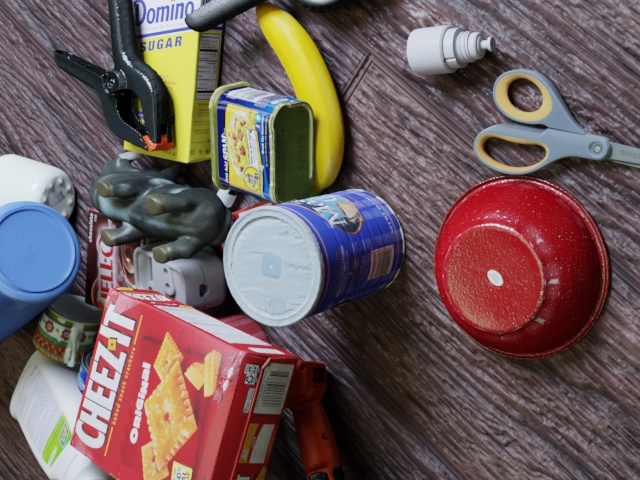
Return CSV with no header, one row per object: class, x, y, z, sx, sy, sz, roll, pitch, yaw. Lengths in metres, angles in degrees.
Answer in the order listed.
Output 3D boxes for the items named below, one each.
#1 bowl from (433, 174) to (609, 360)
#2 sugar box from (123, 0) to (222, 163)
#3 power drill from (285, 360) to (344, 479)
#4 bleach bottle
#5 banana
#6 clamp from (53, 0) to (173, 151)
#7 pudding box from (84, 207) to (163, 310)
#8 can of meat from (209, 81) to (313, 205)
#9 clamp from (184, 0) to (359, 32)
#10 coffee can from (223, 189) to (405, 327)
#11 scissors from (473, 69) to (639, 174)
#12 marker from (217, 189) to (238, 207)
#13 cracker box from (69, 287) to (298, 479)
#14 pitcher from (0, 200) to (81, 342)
bowl,0.155,0.027,0.894,0.162,0.055,0.162,7,102,33
sugar box,-0.148,-0.172,1.073,0.093,0.048,0.176,13,107,33
power drill,-0.007,0.206,0.974,0.057,0.184,0.188,-17,80,8
bleach bottle,-0.270,0.215,1.144,0.251,0.068,0.103,44,114,55
banana,-0.015,-0.133,0.992,0.070,0.037,0.198,-11,92,34
clamp,-0.205,-0.156,1.065,0.120,0.039,0.171,-31,77,40
pudding box,-0.211,0.026,1.157,0.090,0.039,0.113,16,107,32
can of meat,-0.053,-0.088,0.981,0.084,0.057,0.102,20,119,41
clamp,-0.023,-0.268,0.965,0.210,0.036,0.164,7,90,25
coffee can,-0.003,0.012,0.948,0.103,0.140,0.103,7,103,34
scissors,0.215,-0.093,0.853,0.202,0.016,0.096,1,99,34
marker,-0.070,-0.085,1.051,0.020,0.020,0.121,43,119,21
cracker box,-0.132,0.149,0.970,0.214,0.071,0.164,19,95,44
pitcher,-0.360,0.047,1.149,0.243,0.144,0.149,-26,55,52
